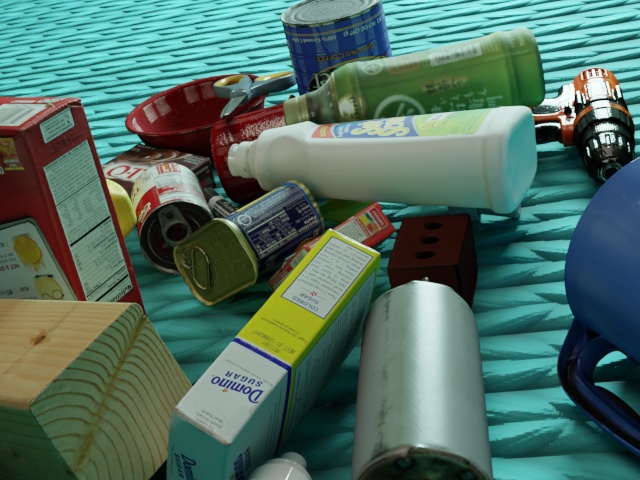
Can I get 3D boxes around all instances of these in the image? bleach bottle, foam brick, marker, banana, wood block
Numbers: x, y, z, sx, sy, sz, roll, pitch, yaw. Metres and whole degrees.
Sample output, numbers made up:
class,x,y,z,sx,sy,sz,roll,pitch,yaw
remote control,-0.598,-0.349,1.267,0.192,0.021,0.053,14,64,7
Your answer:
class,x,y,z,sx,sy,sz,roll,pitch,yaw
bleach bottle,0.038,-0.064,0.850,0.251,0.068,0.102,0,23,25
foam brick,0.084,0.021,0.780,0.053,0.051,0.078,-5,28,17
marker,-0.085,-0.025,0.983,0.020,0.020,0.121,-24,28,-19
banana,0.021,-0.066,0.965,0.037,0.069,0.197,-51,18,26
wood block,-0.184,0.097,0.668,0.207,0.090,0.090,-2,36,44

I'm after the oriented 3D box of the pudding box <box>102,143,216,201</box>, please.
class,x,y,z,sx,sy,sz,roll,pitch,yaw
pudding box,-0.174,-0.056,1.063,0.114,0.039,0.089,12,37,40

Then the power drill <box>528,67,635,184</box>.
class,x,y,z,sx,sy,sz,roll,pitch,yaw
power drill,0.182,-0.092,0.950,0.188,0.057,0.184,-5,28,13

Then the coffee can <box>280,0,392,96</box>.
class,x,y,z,sx,sy,sz,roll,pitch,yaw
coffee can,0.025,-0.169,1.074,0.103,0.140,0.103,-11,27,5

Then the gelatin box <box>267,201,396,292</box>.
class,x,y,z,sx,sy,sz,roll,pitch,yaw
gelatin box,0.007,0.012,0.808,0.073,0.030,0.089,-31,-6,-28

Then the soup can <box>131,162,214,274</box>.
class,x,y,z,sx,sy,sz,roll,pitch,yaw
soup can,-0.131,-0.022,0.946,0.068,0.068,0.102,-17,27,-7

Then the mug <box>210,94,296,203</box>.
class,x,y,z,sx,sy,sz,roll,pitch,yaw
mug,-0.054,-0.080,0.991,0.081,0.093,0.117,-14,6,11

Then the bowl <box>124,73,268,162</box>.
class,x,y,z,sx,sy,sz,roll,pitch,yaw
bowl,-0.127,-0.125,1.156,0.162,0.055,0.162,-11,27,5

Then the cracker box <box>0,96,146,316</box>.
class,x,y,z,sx,sy,sz,roll,pitch,yaw
cracker box,-0.223,0.003,0.781,0.164,0.214,0.072,4,30,30

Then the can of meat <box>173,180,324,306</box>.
class,x,y,z,sx,sy,sz,roll,pitch,yaw
can of meat,-0.056,0.001,0.848,0.083,0.057,0.102,-32,2,-36

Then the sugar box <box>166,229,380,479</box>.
class,x,y,z,sx,sy,sz,roll,pitch,yaw
sugar box,-0.028,0.081,0.650,0.048,0.093,0.176,28,47,18

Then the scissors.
class,x,y,z,sx,sy,sz,roll,pitch,yaw
scissors,-0.061,-0.146,1.053,0.096,0.016,0.202,-12,18,-8
